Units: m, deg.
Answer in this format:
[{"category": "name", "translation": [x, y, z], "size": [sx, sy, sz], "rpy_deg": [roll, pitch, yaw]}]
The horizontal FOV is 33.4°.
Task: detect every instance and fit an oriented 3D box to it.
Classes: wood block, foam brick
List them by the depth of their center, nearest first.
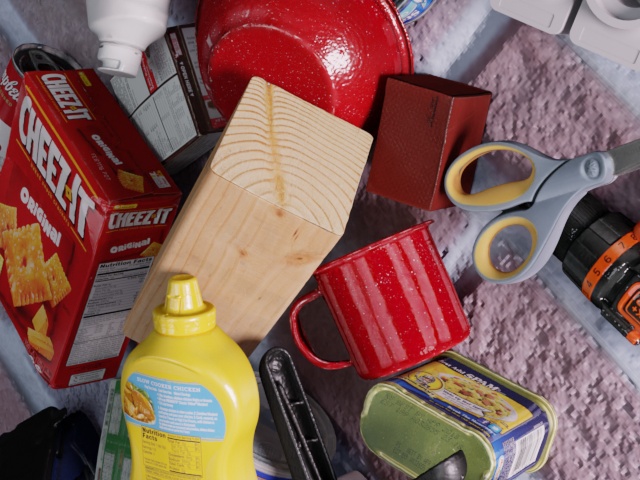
[{"category": "foam brick", "translation": [0.071, -0.064, 0.695], "size": [0.053, 0.051, 0.078], "rpy_deg": [23, 111, 32]}, {"category": "wood block", "translation": [-0.055, 0.001, 0.727], "size": [0.090, 0.090, 0.206], "rpy_deg": [26, 140, -8]}]

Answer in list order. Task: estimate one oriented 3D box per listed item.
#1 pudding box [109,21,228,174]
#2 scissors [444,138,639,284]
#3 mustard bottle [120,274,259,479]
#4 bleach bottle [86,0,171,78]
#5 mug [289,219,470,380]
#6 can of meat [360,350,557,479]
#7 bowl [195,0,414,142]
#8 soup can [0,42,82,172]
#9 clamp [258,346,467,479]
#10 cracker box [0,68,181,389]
[{"category": "pudding box", "translation": [-0.116, -0.106, 0.828], "size": [0.114, 0.039, 0.090], "rpy_deg": [-25, 83, 56]}, {"category": "scissors", "translation": [0.150, -0.021, 0.600], "size": [0.202, 0.016, 0.096], "rpy_deg": [2, 93, 47]}, {"category": "mustard bottle", "translation": [-0.086, 0.116, 0.707], "size": [0.096, 0.058, 0.192], "rpy_deg": [7, 107, 28]}, {"category": "bleach bottle", "translation": [-0.117, -0.242, 0.761], "size": [0.103, 0.067, 0.251], "rpy_deg": [9, 88, 48]}, {"category": "mug", "translation": [0.037, 0.046, 0.707], "size": [0.117, 0.093, 0.081], "rpy_deg": [-23, 87, -2]}, {"category": "can of meat", "translation": [0.088, 0.120, 0.692], "size": [0.102, 0.083, 0.057], "rpy_deg": [26, 113, 32]}, {"category": "bowl", "translation": [-0.022, -0.114, 0.712], "size": [0.162, 0.055, 0.162], "rpy_deg": [14, 131, 17]}, {"category": "soup can", "translation": [-0.254, -0.112, 0.932], "size": [0.068, 0.068, 0.102], "rpy_deg": [51, 124, 20]}, {"category": "clamp", "translation": [0.006, 0.181, 0.701], "size": [0.165, 0.036, 0.210], "rpy_deg": [33, 123, 35]}, {"category": "cracker box", "translation": [-0.207, -0.008, 0.881], "size": [0.164, 0.071, 0.214], "rpy_deg": [51, 133, 31]}]
